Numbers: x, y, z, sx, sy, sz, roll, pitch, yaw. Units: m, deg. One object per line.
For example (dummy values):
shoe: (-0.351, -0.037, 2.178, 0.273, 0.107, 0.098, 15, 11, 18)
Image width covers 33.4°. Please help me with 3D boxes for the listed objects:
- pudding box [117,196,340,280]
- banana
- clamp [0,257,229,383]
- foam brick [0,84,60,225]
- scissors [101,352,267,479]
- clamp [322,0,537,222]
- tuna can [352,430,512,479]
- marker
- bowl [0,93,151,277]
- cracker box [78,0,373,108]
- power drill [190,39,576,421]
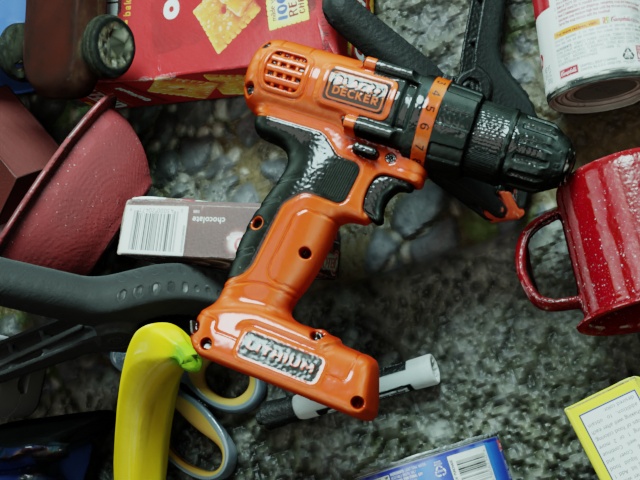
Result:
pudding box: (-0.054, 0.001, 0.665, 0.114, 0.090, 0.039, 5, 82, 23)
banana: (-0.106, 0.113, 0.651, 0.037, 0.198, 0.069, 4, 42, -14)
clamp: (-0.133, 0.050, 0.661, 0.209, 0.165, 0.036, 0, 62, -19)
foam brick: (-0.221, -0.060, 0.739, 0.078, 0.051, 0.053, 48, 129, 11)
scissors: (-0.113, 0.070, 0.718, 0.096, 0.016, 0.202, -45, 69, 8)
clamp: (0.071, -0.090, 0.630, 0.120, 0.039, 0.171, -12, 87, -6)
tuna can: (0.064, 0.135, 0.599, 0.086, 0.086, 0.034, -22, 76, 18)
marker: (0.015, 0.095, 0.661, 0.121, 0.020, 0.020, -18, 75, 19)
bowl: (-0.157, -0.014, 0.694, 0.055, 0.162, 0.162, 34, 96, -7)
cracker box: (-0.073, -0.180, 0.710, 0.214, 0.072, 0.164, -2, 81, 23)
power drill: (0.024, -0.004, 0.570, 0.184, 0.057, 0.187, 18, 80, 13)
